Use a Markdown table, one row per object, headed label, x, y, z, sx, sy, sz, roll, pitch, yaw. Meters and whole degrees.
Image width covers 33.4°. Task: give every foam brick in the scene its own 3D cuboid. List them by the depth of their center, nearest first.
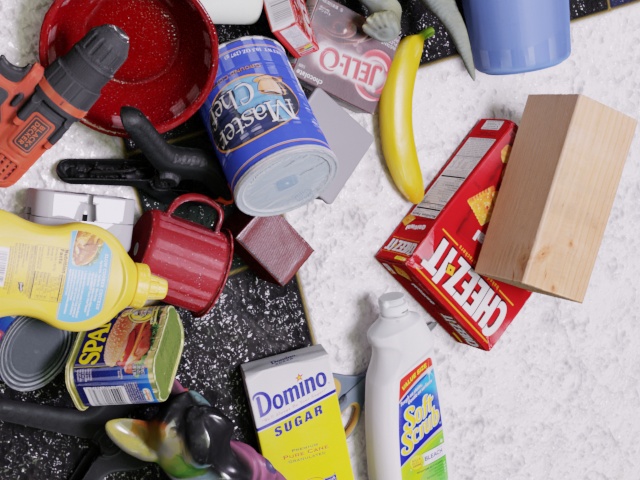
| label | x | y | z | sx | sy | sz | roll | pitch | yaw |
| --- | --- | --- | --- | --- | --- | --- | --- | --- | --- |
| foam brick | -0.057 | 0.001 | 1.094 | 0.078 | 0.053 | 0.051 | 47 | 74 | -26 |

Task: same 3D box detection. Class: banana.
| label | x | y | z | sx | sy | sz | roll | pitch | yaw |
| --- | --- | --- | --- | --- | --- | --- | --- | --- | --- |
| banana | 0.094 | -0.140 | 1.170 | 0.069 | 0.037 | 0.198 | 3 | 95 | -28 |

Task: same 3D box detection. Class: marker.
| label | x | y | z | sx | sy | sz | roll | pitch | yaw |
| --- | --- | --- | --- | --- | --- | --- | --- | --- | --- |
| marker | -0.200 | -0.220 | 1.008 | 0.120 | 0.020 | 0.020 | 15 | 88 | -29 |

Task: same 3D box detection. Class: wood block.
| label | x | y | z | sx | sy | sz | roll | pitch | yaw |
| --- | --- | --- | --- | --- | --- | --- | --- | --- | --- |
| wood block | 0.254 | -0.047 | 1.155 | 0.090 | 0.091 | 0.206 | 18 | 88 | -29 |

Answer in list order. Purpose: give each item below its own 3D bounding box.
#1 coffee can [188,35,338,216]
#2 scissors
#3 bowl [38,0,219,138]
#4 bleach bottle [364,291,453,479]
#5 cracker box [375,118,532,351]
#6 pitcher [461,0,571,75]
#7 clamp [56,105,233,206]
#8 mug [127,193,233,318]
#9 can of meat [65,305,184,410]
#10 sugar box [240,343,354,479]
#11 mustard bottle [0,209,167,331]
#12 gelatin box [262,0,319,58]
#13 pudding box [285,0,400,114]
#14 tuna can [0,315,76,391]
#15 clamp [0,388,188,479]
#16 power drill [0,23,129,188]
| label | x | y | z | sx | sy | sz | roll | pitch | yaw |
| --- | --- | --- | --- | --- | --- | --- | --- | --- | --- |
| coffee can | -0.056 | -0.108 | 1.015 | 0.102 | 0.103 | 0.140 | -9 | 60 | -28 |
| scissors | 0.045 | 0.142 | 1.188 | 0.096 | 0.016 | 0.201 | 45 | 74 | -25 |
| bowl | -0.175 | -0.179 | 0.985 | 0.162 | 0.055 | 0.162 | -3 | 117 | -6 |
| bleach bottle | 0.087 | 0.181 | 1.175 | 0.102 | 0.068 | 0.251 | -19 | 110 | -30 |
| cracker box | 0.190 | -0.007 | 1.219 | 0.164 | 0.072 | 0.213 | 45 | 75 | -25 |
| pitcher | 0.212 | -0.313 | 1.173 | 0.149 | 0.145 | 0.243 | -15 | 107 | -15 |
| clamp | -0.161 | -0.066 | 1.020 | 0.171 | 0.120 | 0.039 | 30 | 51 | -44 |
| mug | -0.136 | 0.009 | 1.027 | 0.081 | 0.093 | 0.117 | 21 | 104 | -25 |
| can of meat | -0.179 | 0.107 | 0.993 | 0.084 | 0.102 | 0.057 | -4 | 129 | 11 |
| sugar box | -0.021 | 0.206 | 1.130 | 0.093 | 0.048 | 0.176 | -14 | 105 | -8 |
| mustard bottle | -0.226 | 0.029 | 0.933 | 0.191 | 0.058 | 0.096 | 10 | 88 | -26 |
| gelatin box | -0.034 | -0.234 | 1.050 | 0.030 | 0.073 | 0.089 | -20 | 73 | 13 |
| pudding box | 0.020 | -0.194 | 1.121 | 0.113 | 0.039 | 0.090 | 21 | 86 | -29 |
| tuna can | -0.269 | 0.092 | 0.980 | 0.085 | 0.034 | 0.086 | -30 | 132 | -42 |
| clamp | -0.218 | 0.185 | 1.034 | 0.209 | 0.036 | 0.164 | -30 | 115 | -25 |
| power drill | -0.283 | -0.159 | 0.916 | 0.187 | 0.057 | 0.184 | 40 | 102 | -23 |
